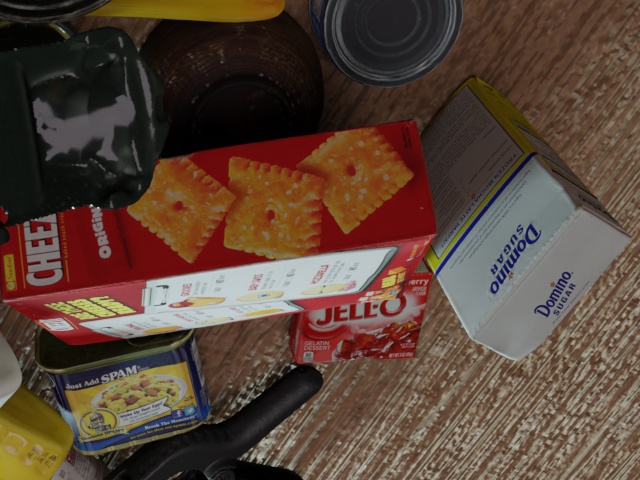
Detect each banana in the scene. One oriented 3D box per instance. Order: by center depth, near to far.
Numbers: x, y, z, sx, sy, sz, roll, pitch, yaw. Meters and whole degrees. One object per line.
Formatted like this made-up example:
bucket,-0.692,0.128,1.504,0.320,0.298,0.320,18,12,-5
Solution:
banana,-0.120,-0.129,0.555,0.197,0.070,0.037,-8,133,-21

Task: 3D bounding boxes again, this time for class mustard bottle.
mustard bottle,-0.246,0.171,0.675,0.096,0.058,0.192,36,102,-8

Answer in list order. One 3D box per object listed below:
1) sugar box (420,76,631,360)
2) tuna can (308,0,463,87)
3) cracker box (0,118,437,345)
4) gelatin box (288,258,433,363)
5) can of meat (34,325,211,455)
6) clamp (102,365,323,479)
sugar box,0.101,-0.018,0.619,0.048,0.176,0.093,26,112,-28
tuna can,0.038,-0.132,0.615,0.086,0.034,0.086,-7,124,-11
cracker box,-0.054,0.001,0.595,0.213,0.072,0.164,-8,167,-3
gelatin box,0.026,0.046,0.731,0.089,0.030,0.073,-1,122,-15
can of meat,-0.126,0.088,0.701,0.102,0.057,0.084,-13,127,-6
clamp,-0.069,0.147,0.747,0.171,0.039,0.120,-7,118,-37
